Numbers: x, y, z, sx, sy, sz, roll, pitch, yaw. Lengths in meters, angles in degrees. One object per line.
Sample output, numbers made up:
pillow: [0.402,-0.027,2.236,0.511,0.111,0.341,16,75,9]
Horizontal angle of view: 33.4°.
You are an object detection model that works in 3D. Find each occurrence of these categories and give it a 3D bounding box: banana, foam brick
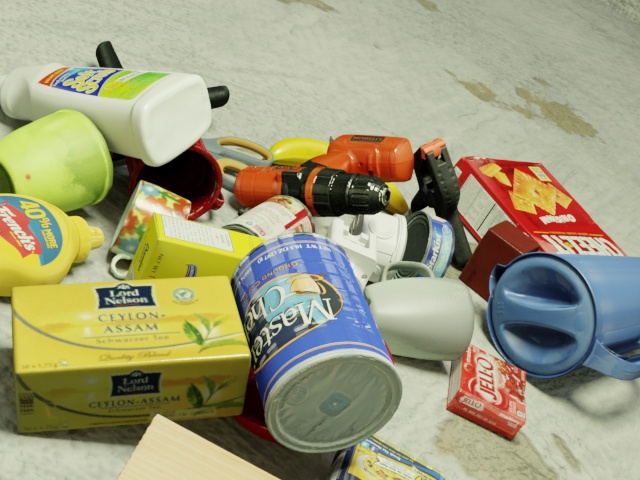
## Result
banana: [0.017,-0.084,1.293,0.197,0.037,0.069,16,61,-16]
foam brick: [0.208,0.024,1.240,0.053,0.078,0.051,41,33,20]

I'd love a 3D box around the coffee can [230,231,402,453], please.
coffee can: [-0.007,0.076,0.818,0.102,0.103,0.140,12,33,-27]

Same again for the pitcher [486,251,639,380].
pitcher: [0.312,0.082,1.194,0.242,0.145,0.149,-2,78,-47]

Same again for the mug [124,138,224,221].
mug: [-0.144,-0.071,1.083,0.117,0.093,0.081,31,19,-34]

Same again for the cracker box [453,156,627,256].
cracker box: [0.278,-0.018,1.372,0.163,0.072,0.214,2,40,-38]

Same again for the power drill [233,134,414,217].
power drill: [0.027,-0.071,1.160,0.185,0.057,0.187,7,19,32]

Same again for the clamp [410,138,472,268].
clamp: [0.132,-0.058,1.251,0.039,0.171,0.120,-29,43,-17]

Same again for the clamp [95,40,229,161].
clamp: [-0.193,-0.145,1.177,0.164,0.036,0.210,16,37,-4]

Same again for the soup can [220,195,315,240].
soup can: [-0.057,0.001,1.058,0.068,0.069,0.102,36,30,12]

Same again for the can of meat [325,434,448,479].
can of meat: [0.049,0.206,0.840,0.102,0.057,0.083,30,27,0]

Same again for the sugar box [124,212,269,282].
sugar box: [-0.080,0.040,0.951,0.176,0.093,0.048,14,33,-23]

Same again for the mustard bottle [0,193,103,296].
mustard bottle: [-0.264,0.004,0.884,0.191,0.058,0.096,-5,50,-46]

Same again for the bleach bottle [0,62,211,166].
bleach bottle: [-0.233,-0.133,1.043,0.251,0.068,0.102,11,35,31]

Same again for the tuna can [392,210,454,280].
tuna can: [0.111,0.013,1.166,0.033,0.086,0.086,19,31,-20]

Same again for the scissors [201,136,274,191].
scissors: [-0.147,-0.098,1.189,0.201,0.016,0.096,9,41,-18]

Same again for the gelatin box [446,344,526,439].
gelatin box: [0.166,0.148,1.058,0.073,0.030,0.089,27,29,-3]
